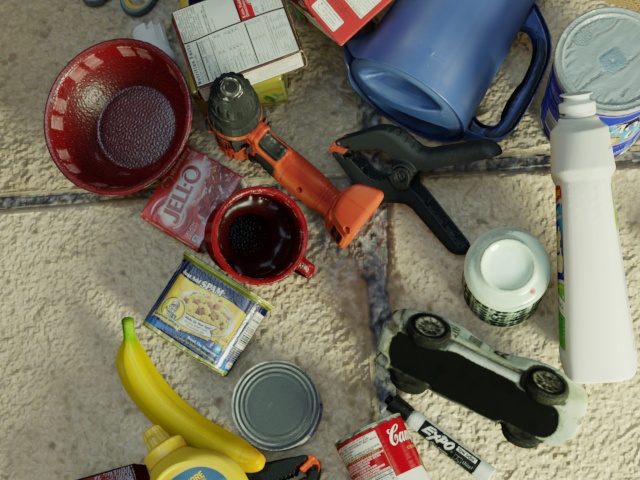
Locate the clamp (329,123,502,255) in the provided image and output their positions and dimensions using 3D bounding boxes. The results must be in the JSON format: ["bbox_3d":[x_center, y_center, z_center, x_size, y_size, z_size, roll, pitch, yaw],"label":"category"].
[{"bbox_3d":[0.093,-0.073,1.042,0.171,0.039,0.120,31,114,12],"label":"clamp"}]

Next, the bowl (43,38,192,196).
[{"bbox_3d":[-0.199,-0.122,1.094,0.162,0.055,0.162,-2,84,14],"label":"bowl"}]

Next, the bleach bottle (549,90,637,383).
[{"bbox_3d":[0.237,-0.006,0.946,0.068,0.102,0.251,-6,102,11],"label":"bleach bottle"}]

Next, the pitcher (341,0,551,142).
[{"bbox_3d":[0.149,-0.221,1.056,0.145,0.149,0.242,21,74,43],"label":"pitcher"}]

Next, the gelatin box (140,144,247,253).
[{"bbox_3d":[-0.129,-0.042,1.086,0.073,0.030,0.089,30,81,13],"label":"gelatin box"}]

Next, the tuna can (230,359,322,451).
[{"bbox_3d":[-0.041,0.159,1.023,0.086,0.033,0.086,-2,76,6],"label":"tuna can"}]

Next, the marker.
[{"bbox_3d":[0.111,0.185,1.007,0.121,0.020,0.020,36,82,14],"label":"marker"}]

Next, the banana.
[{"bbox_3d":[-0.135,0.162,1.019,0.198,0.070,0.037,42,50,14],"label":"banana"}]

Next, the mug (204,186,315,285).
[{"bbox_3d":[-0.057,0.001,1.034,0.117,0.082,0.093,30,83,-14],"label":"mug"}]

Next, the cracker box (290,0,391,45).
[{"bbox_3d":[0.062,-0.295,1.033,0.214,0.164,0.072,-42,111,6],"label":"cracker box"}]

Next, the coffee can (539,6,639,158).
[{"bbox_3d":[0.265,-0.143,1.009,0.103,0.140,0.103,-2,76,6],"label":"coffee can"}]

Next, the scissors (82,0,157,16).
[{"bbox_3d":[-0.182,-0.327,1.172,0.096,0.016,0.201,39,83,12],"label":"scissors"}]

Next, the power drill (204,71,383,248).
[{"bbox_3d":[-0.028,-0.077,1.015,0.187,0.184,0.057,40,83,4],"label":"power drill"}]

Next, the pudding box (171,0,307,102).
[{"bbox_3d":[-0.080,-0.197,1.046,0.113,0.039,0.090,-20,76,2],"label":"pudding box"}]

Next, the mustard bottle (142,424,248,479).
[{"bbox_3d":[-0.101,0.247,0.957,0.096,0.058,0.192,-40,73,7],"label":"mustard bottle"}]

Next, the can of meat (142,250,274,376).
[{"bbox_3d":[-0.111,0.072,1.042,0.102,0.057,0.084,31,83,13],"label":"can of meat"}]

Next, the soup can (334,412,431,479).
[{"bbox_3d":[0.064,0.219,0.978,0.068,0.068,0.102,-26,75,0],"label":"soup can"}]

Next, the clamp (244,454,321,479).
[{"bbox_3d":[-0.070,0.287,0.993,0.210,0.036,0.165,-39,75,-4],"label":"clamp"}]

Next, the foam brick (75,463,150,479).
[{"bbox_3d":[-0.200,0.246,1.010,0.078,0.053,0.051,-16,75,2],"label":"foam brick"}]
